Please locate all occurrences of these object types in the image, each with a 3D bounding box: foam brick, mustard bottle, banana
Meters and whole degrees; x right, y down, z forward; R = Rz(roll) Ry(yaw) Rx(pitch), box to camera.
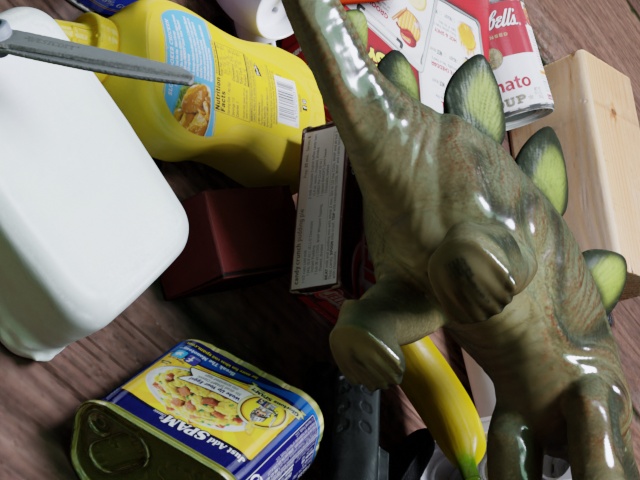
[{"bbox_3d":[-0.054,0.001,0.629,0.078,0.053,0.051,-7,79,-51],"label":"foam brick"},{"bbox_3d":[-0.081,-0.091,0.635,0.191,0.058,0.096,16,62,-45],"label":"mustard bottle"},{"bbox_3d":[0.056,0.073,0.710,0.198,0.037,0.069,55,2,12],"label":"banana"}]

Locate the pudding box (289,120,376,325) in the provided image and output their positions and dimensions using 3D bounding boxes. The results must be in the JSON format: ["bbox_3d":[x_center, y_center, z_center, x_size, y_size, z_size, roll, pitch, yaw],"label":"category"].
[{"bbox_3d":[0.020,-0.004,0.652,0.090,0.039,0.113,41,44,-53],"label":"pudding box"}]

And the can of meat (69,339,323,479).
[{"bbox_3d":[-0.060,0.101,0.543,0.083,0.102,0.057,-36,146,-53],"label":"can of meat"}]

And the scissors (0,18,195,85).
[{"bbox_3d":[-0.157,-0.105,0.493,0.201,0.016,0.096,3,41,-5],"label":"scissors"}]

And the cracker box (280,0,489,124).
[{"bbox_3d":[0.052,-0.152,0.806,0.164,0.072,0.213,29,54,-36],"label":"cracker box"}]

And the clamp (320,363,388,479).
[{"bbox_3d":[0.018,0.124,0.565,0.164,0.036,0.210,88,6,-48],"label":"clamp"}]

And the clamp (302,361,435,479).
[{"bbox_3d":[0.034,0.170,0.667,0.120,0.039,0.171,24,54,-36],"label":"clamp"}]

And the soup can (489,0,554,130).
[{"bbox_3d":[0.158,-0.152,0.932,0.068,0.069,0.102,-6,79,-50],"label":"soup can"}]
